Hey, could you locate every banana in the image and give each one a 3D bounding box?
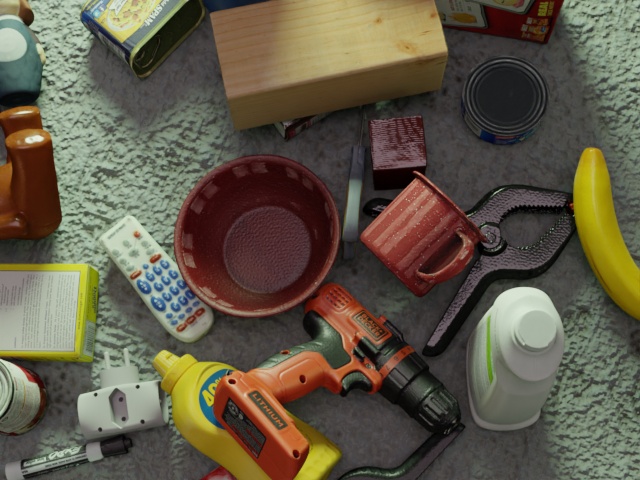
[{"bbox_3d":[0.283,0.009,1.004,0.069,0.037,0.198,-36,96,-11],"label":"banana"}]

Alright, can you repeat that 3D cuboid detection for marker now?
[{"bbox_3d":[-0.238,0.206,1.014,0.121,0.020,0.020,-14,76,0],"label":"marker"}]

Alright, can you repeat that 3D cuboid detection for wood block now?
[{"bbox_3d":[0.007,-0.179,1.013,0.206,0.091,0.090,-12,75,-1],"label":"wood block"}]

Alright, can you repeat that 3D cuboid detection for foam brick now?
[{"bbox_3d":[0.074,-0.084,1.034,0.053,0.078,0.051,-4,78,2],"label":"foam brick"}]

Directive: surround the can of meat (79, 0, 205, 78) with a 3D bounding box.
[{"bbox_3d":[-0.184,-0.232,1.096,0.084,0.057,0.102,41,82,13],"label":"can of meat"}]

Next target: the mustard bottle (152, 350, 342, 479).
[{"bbox_3d":[-0.077,0.166,0.979,0.192,0.096,0.058,37,124,12],"label":"mustard bottle"}]

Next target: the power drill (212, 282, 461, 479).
[{"bbox_3d":[0.013,0.138,0.954,0.184,0.057,0.187,42,48,21],"label":"power drill"}]

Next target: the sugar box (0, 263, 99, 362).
[{"bbox_3d":[-0.309,0.070,1.038,0.176,0.048,0.093,0,76,7],"label":"sugar box"}]

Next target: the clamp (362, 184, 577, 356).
[{"bbox_3d":[0.161,0.013,1.027,0.210,0.036,0.164,-15,77,1],"label":"clamp"}]

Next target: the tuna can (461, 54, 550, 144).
[{"bbox_3d":[0.183,-0.139,1.063,0.086,0.034,0.086,-1,77,3],"label":"tuna can"}]

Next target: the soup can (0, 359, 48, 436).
[{"bbox_3d":[-0.301,0.145,0.990,0.068,0.102,0.068,-1,77,3],"label":"soup can"}]

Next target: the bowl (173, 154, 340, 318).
[{"bbox_3d":[-0.057,0.001,1.028,0.162,0.055,0.162,-3,74,9],"label":"bowl"}]

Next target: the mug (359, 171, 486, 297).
[{"bbox_3d":[0.095,0.002,0.965,0.081,0.093,0.117,-45,35,1],"label":"mug"}]

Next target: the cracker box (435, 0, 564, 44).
[{"bbox_3d":[0.133,-0.271,1.030,0.214,0.164,0.072,11,76,6],"label":"cracker box"}]

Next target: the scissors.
[{"bbox_3d":[0.035,-0.064,1.055,0.016,0.096,0.201,6,46,1],"label":"scissors"}]

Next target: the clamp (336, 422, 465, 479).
[{"bbox_3d":[0.074,0.250,0.976,0.171,0.039,0.120,-23,70,1],"label":"clamp"}]

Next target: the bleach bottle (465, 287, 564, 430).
[{"bbox_3d":[0.165,0.101,0.895,0.068,0.251,0.102,-5,77,2],"label":"bleach bottle"}]
